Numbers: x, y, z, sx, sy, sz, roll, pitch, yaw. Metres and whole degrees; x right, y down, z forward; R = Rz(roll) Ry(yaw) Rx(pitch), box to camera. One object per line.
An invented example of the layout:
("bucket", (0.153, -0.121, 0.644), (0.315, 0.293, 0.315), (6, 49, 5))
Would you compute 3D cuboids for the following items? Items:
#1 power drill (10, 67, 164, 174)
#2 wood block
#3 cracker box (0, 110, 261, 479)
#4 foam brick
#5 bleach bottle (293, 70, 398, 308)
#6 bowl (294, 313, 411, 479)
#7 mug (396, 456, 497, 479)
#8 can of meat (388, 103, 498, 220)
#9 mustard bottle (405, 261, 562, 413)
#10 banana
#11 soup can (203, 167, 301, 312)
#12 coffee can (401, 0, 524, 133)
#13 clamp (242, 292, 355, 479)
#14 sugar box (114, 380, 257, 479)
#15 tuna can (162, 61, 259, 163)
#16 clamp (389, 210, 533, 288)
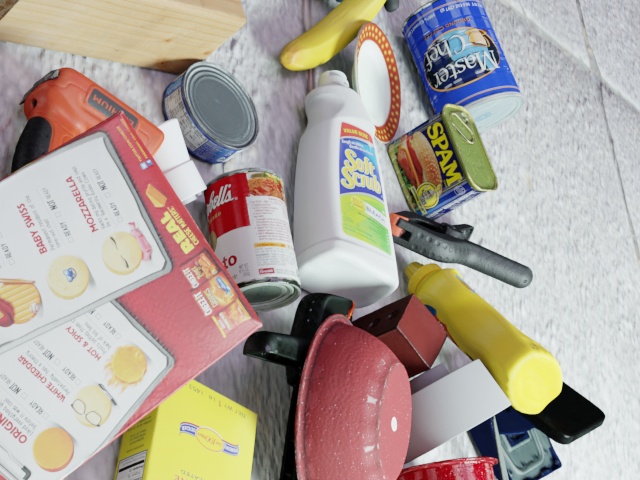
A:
("power drill", (-0.167, -0.019, 0.758), (0.184, 0.057, 0.187), (36, 42, -29))
("wood block", (-0.171, -0.207, 0.860), (0.205, 0.090, 0.091), (2, 63, -50))
("cracker box", (-0.167, 0.046, 0.638), (0.213, 0.072, 0.164), (-37, 98, -30))
("foam brick", (0.062, 0.092, 0.941), (0.051, 0.078, 0.053), (53, 36, -13))
("bleach bottle", (0.015, -0.064, 1.010), (0.102, 0.068, 0.251), (27, 44, -38))
("bowl", (0.033, 0.139, 0.829), (0.162, 0.055, 0.162), (2, 90, -70))
("mug", (0.111, 0.235, 0.905), (0.117, 0.093, 0.081), (70, 11, -69))
("can of meat", (0.129, -0.081, 1.139), (0.057, 0.084, 0.102), (-1, 67, -50))
("mustard bottle", (0.143, 0.079, 1.015), (0.192, 0.058, 0.096), (45, -1, 41))
("banana", (0.014, -0.224, 1.110), (0.037, 0.070, 0.197), (35, 59, 13))
("soup can", (-0.056, 0.001, 0.872), (0.068, 0.069, 0.102), (15, 55, -45))
("coffee can", (0.167, -0.205, 1.257), (0.102, 0.103, 0.140), (-1, 66, -51))
("clamp", (-0.011, 0.095, 0.843), (0.209, 0.036, 0.164), (-66, 151, -54))
("sugar box", (-0.095, 0.183, 0.715), (0.093, 0.048, 0.176), (34, 42, -34))
("tuna can", (-0.096, -0.110, 0.931), (0.086, 0.034, 0.086), (29, 45, -35))
("clamp", (0.138, 0.007, 1.091), (0.171, 0.039, 0.120), (7, 17, -44))
